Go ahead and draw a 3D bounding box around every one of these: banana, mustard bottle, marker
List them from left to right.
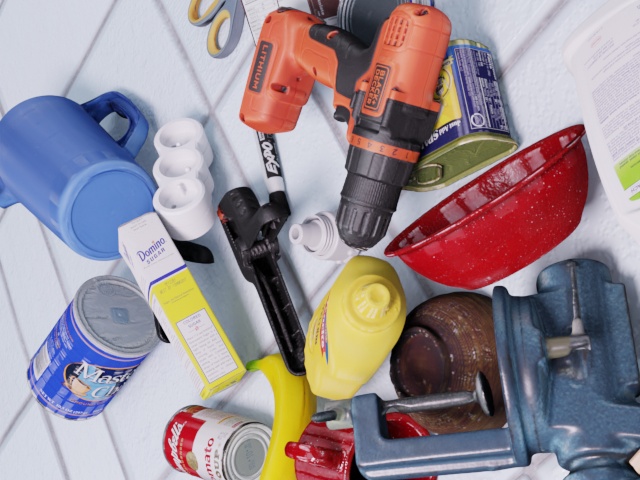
[{"bbox_3d":[-0.048,-0.074,1.011,0.020,0.020,0.121,-31,65,45],"label":"marker"},{"bbox_3d":[-0.032,0.159,0.924,0.070,0.037,0.198,-47,26,25],"label":"banana"},{"bbox_3d":[0.027,0.063,0.814,0.192,0.058,0.096,116,168,-73],"label":"mustard bottle"}]

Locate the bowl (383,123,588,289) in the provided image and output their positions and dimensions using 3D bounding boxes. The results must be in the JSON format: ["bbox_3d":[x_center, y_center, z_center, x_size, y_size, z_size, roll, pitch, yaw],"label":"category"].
[{"bbox_3d":[0.124,-0.014,0.730,0.162,0.161,0.055,-29,96,45],"label":"bowl"}]

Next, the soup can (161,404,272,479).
[{"bbox_3d":[-0.095,0.198,1.017,0.102,0.068,0.068,3,91,49],"label":"soup can"}]

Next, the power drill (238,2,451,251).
[{"bbox_3d":[0.012,-0.101,0.831,0.188,0.057,0.184,26,101,48],"label":"power drill"}]

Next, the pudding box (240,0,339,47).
[{"bbox_3d":[-0.023,-0.196,0.948,0.090,0.039,0.113,-7,102,50],"label":"pudding box"}]

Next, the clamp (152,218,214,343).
[{"bbox_3d":[-0.164,0.010,1.130,0.120,0.039,0.171,-51,51,30],"label":"clamp"}]

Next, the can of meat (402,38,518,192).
[{"bbox_3d":[0.093,-0.094,0.817,0.102,0.057,0.084,-28,66,46],"label":"can of meat"}]

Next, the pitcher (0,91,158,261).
[{"bbox_3d":[-0.257,-0.075,1.155,0.243,0.144,0.149,34,120,54],"label":"pitcher"}]

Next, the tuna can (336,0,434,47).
[{"bbox_3d":[0.054,-0.186,0.885,0.086,0.033,0.086,-3,86,50],"label":"tuna can"}]

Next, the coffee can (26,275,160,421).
[{"bbox_3d":[-0.249,0.120,1.175,0.141,0.102,0.103,-49,54,37],"label":"coffee can"}]

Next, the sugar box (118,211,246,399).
[{"bbox_3d":[-0.134,0.064,1.021,0.176,0.048,0.093,62,164,8],"label":"sugar box"}]

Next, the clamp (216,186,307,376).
[{"bbox_3d":[-0.056,0.001,0.959,0.210,0.036,0.164,-123,22,-53],"label":"clamp"}]

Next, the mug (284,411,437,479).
[{"bbox_3d":[0.023,0.176,0.845,0.082,0.117,0.093,-2,75,55],"label":"mug"}]

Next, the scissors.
[{"bbox_3d":[-0.070,-0.250,1.048,0.202,0.016,0.096,-26,71,47],"label":"scissors"}]
